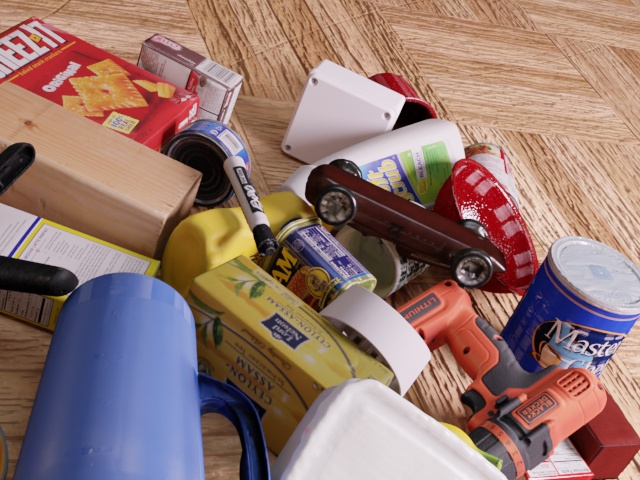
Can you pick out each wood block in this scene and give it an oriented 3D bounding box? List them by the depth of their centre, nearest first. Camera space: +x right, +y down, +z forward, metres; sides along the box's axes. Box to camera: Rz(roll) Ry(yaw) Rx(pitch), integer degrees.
[{"bbox_3d":[-0.226,-0.053,0.978,0.206,0.090,0.090,26,35,4],"label":"wood block"}]

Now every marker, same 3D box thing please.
[{"bbox_3d":[-0.061,-0.030,0.930,0.020,0.020,0.121,3,40,-27],"label":"marker"}]

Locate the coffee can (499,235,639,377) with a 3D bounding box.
[{"bbox_3d":[0.235,0.081,1.015,0.102,0.140,0.103,15,35,-11],"label":"coffee can"}]

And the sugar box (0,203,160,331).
[{"bbox_3d":[-0.235,0.027,0.905,0.176,0.048,0.093,19,34,0],"label":"sugar box"}]

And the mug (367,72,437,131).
[{"bbox_3d":[0.092,-0.145,1.300,0.117,0.093,0.081,38,16,-37],"label":"mug"}]

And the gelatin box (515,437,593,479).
[{"bbox_3d":[0.186,0.186,0.944,0.073,0.030,0.089,3,38,-29],"label":"gelatin box"}]

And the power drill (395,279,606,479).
[{"bbox_3d":[0.123,0.131,0.929,0.184,0.057,0.188,-29,50,-19],"label":"power drill"}]

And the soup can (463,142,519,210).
[{"bbox_3d":[0.193,-0.060,1.249,0.068,0.069,0.102,16,35,-10],"label":"soup can"}]

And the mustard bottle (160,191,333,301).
[{"bbox_3d":[-0.056,0.002,0.996,0.191,0.096,0.058,-19,51,-45],"label":"mustard bottle"}]

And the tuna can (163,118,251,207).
[{"bbox_3d":[-0.115,-0.077,1.078,0.086,0.086,0.033,29,36,9],"label":"tuna can"}]

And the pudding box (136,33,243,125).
[{"bbox_3d":[-0.151,-0.161,1.168,0.113,0.090,0.039,29,36,8],"label":"pudding box"}]

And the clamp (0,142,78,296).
[{"bbox_3d":[-0.295,0.013,0.823,0.209,0.036,0.165,-25,52,-16],"label":"clamp"}]

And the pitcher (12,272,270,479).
[{"bbox_3d":[-0.132,0.132,0.748,0.149,0.145,0.243,38,24,-27],"label":"pitcher"}]

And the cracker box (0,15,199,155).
[{"bbox_3d":[-0.253,-0.140,1.097,0.214,0.072,0.164,27,34,7],"label":"cracker box"}]

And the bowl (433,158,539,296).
[{"bbox_3d":[0.166,-0.005,1.134,0.162,0.055,0.162,36,38,-35],"label":"bowl"}]

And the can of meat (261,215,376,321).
[{"bbox_3d":[-0.007,0.044,0.964,0.057,0.102,0.084,-17,53,-45],"label":"can of meat"}]

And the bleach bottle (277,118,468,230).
[{"bbox_3d":[0.046,-0.051,1.136,0.250,0.102,0.068,-23,23,-33],"label":"bleach bottle"}]
